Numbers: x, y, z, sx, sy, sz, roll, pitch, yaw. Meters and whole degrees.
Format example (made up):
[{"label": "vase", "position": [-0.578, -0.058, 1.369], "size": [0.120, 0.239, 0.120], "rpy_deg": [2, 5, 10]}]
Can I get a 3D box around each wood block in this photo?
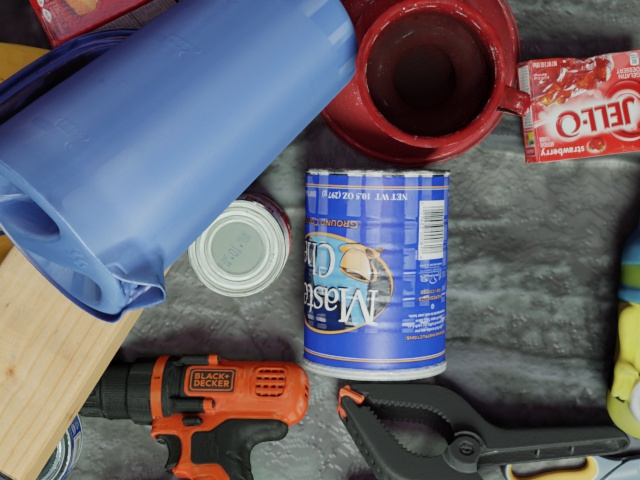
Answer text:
[{"label": "wood block", "position": [-0.181, 0.053, 0.733], "size": [0.090, 0.091, 0.206], "rpy_deg": [31, 75, -2]}]

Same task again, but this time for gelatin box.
[{"label": "gelatin box", "position": [0.190, -0.096, 0.769], "size": [0.089, 0.030, 0.073], "rpy_deg": [-6, 94, -10]}]

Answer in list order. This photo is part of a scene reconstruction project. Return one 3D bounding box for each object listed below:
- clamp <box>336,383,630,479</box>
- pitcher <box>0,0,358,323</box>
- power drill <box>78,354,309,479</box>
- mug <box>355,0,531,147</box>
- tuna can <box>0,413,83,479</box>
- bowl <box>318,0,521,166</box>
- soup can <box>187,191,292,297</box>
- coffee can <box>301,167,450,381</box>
[{"label": "clamp", "position": [0.103, 0.166, 0.759], "size": [0.210, 0.164, 0.036], "rpy_deg": [20, 139, 11]}, {"label": "pitcher", "position": [-0.098, -0.080, 0.671], "size": [0.242, 0.145, 0.149], "rpy_deg": [-45, 108, -24]}, {"label": "power drill", "position": [-0.104, 0.169, 0.750], "size": [0.184, 0.057, 0.187], "rpy_deg": [-2, 62, 10]}, {"label": "mug", "position": [0.080, -0.104, 0.694], "size": [0.117, 0.081, 0.093], "rpy_deg": [14, 95, 0]}, {"label": "tuna can", "position": [-0.224, 0.151, 0.802], "size": [0.086, 0.034, 0.086], "rpy_deg": [0, 95, 1]}, {"label": "bowl", "position": [0.067, -0.133, 0.762], "size": [0.162, 0.055, 0.162], "rpy_deg": [0, 95, 1]}, {"label": "soup can", "position": [-0.055, 0.001, 0.752], "size": [0.068, 0.102, 0.068], "rpy_deg": [0, 95, 0]}, {"label": "coffee can", "position": [0.039, 0.020, 0.752], "size": [0.103, 0.103, 0.140], "rpy_deg": [1, 95, 1]}]
